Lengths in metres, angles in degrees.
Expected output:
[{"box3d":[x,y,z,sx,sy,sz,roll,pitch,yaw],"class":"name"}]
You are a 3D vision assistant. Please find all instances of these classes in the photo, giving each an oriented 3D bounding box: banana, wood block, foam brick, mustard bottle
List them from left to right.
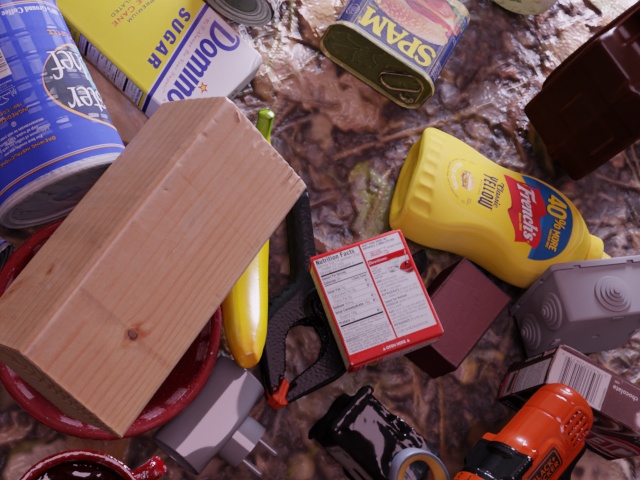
[{"box3d":[-0.115,0.012,0.695,0.090,0.090,0.206,48,66,-29],"class":"wood block"},{"box3d":[-0.056,0.003,0.798,0.037,0.070,0.198,2,71,-3],"class":"banana"},{"box3d":[0.101,0.062,0.836,0.051,0.053,0.078,43,69,-1],"class":"foam brick"},{"box3d":[0.154,-0.013,0.867,0.191,0.058,0.096,25,53,-9],"class":"mustard bottle"}]

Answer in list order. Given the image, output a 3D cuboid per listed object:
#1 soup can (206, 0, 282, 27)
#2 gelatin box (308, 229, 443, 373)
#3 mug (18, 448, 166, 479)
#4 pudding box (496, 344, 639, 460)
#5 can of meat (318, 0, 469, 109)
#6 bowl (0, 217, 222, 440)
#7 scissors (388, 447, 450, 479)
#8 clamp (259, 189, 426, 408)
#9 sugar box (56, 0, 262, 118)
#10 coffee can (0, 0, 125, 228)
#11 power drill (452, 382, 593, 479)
[{"box3d":[-0.048,-0.234,0.866,0.068,0.069,0.102,28,70,-7],"class":"soup can"},{"box3d":[0.040,0.044,0.788,0.073,0.030,0.089,-19,72,-9],"class":"gelatin box"},{"box3d":[-0.155,0.183,0.717,0.117,0.082,0.093,-36,87,-21],"class":"mug"},{"box3d":[0.207,0.128,0.828,0.113,0.090,0.039,30,67,-5],"class":"pudding box"},{"box3d":[0.064,-0.174,0.888,0.102,0.058,0.084,33,67,-6],"class":"can of meat"},{"box3d":[-0.154,0.063,0.763,0.162,0.055,0.162,4,74,-15],"class":"bowl"},{"box3d":[0.102,0.204,0.766,0.201,0.016,0.096,18,84,-38],"class":"scissors"},{"box3d":[-0.006,0.044,0.820,0.120,0.039,0.171,33,67,7],"class":"clamp"},{"box3d":[-0.139,-0.167,0.835,0.176,0.048,0.093,41,69,-1],"class":"sugar box"},{"box3d":[-0.209,-0.093,0.765,0.102,0.103,0.140,-24,83,-20],"class":"coffee can"},{"box3d":[0.151,0.222,0.760,0.184,0.057,0.187,-42,120,-22],"class":"power drill"}]
